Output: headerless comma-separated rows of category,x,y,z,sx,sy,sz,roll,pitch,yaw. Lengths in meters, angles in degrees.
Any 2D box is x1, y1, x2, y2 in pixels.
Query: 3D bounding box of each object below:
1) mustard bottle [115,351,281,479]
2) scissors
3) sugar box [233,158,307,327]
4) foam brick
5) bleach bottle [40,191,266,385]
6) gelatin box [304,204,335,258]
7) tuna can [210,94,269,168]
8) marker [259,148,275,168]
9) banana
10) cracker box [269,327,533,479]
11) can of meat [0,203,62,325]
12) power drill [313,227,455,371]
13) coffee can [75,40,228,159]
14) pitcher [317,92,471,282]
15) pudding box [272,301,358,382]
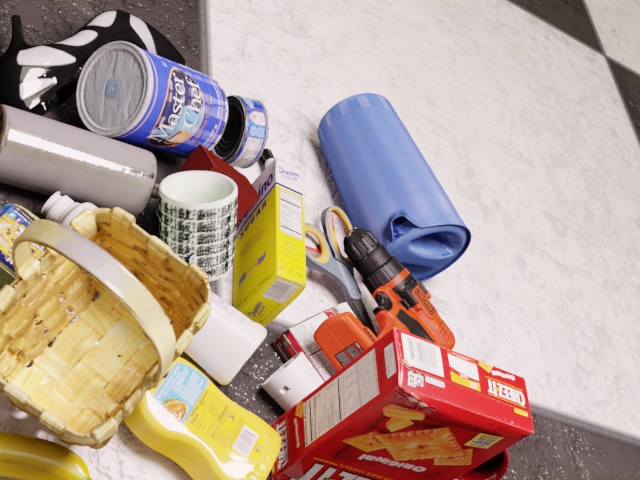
mustard bottle,-0.130,0.162,1.001,0.191,0.058,0.096,41,37,-7
scissors,0.021,0.056,1.250,0.096,0.016,0.202,-2,73,-37
sugar box,-0.058,0.001,1.191,0.048,0.093,0.176,22,42,-29
foam brick,-0.117,-0.059,1.199,0.078,0.051,0.053,36,12,-37
bleach bottle,-0.170,0.041,1.064,0.251,0.068,0.102,39,0,1
gelatin box,-0.023,-0.009,1.287,0.089,0.030,0.073,20,43,-31
tuna can,-0.100,-0.131,1.281,0.033,0.086,0.086,8,50,-37
marker,-0.050,-0.078,1.304,0.020,0.020,0.121,16,25,-34
banana,-0.270,0.174,0.857,0.197,0.070,0.037,14,88,-27
cracker box,0.074,0.186,1.044,0.164,0.214,0.072,23,44,-27
can of meat,-0.281,0.023,0.989,0.102,0.058,0.083,41,35,-8
power drill,0.064,0.083,1.193,0.184,0.057,0.187,51,33,0
coffee can,-0.184,-0.152,1.178,0.140,0.103,0.103,12,46,-58
pitcher,0.089,-0.065,1.380,0.144,0.149,0.243,-5,55,-29
pudding box,0.012,0.125,1.188,0.113,0.039,0.090,-22,74,-49
